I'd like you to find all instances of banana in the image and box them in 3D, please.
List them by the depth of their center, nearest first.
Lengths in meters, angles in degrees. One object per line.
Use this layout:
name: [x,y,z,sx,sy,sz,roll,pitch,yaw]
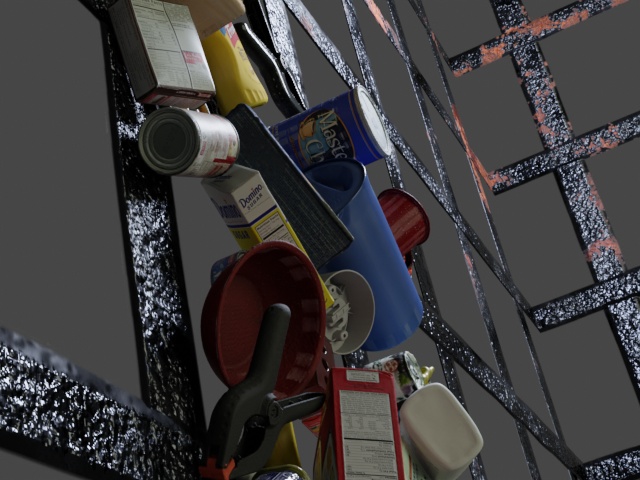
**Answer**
banana: [-0.045,0.172,1.052,0.069,0.037,0.198,74,4,-60]

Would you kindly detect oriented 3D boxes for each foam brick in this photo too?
foam brick: [-0.016,0.142,1.147,0.053,0.051,0.078,48,25,-47]

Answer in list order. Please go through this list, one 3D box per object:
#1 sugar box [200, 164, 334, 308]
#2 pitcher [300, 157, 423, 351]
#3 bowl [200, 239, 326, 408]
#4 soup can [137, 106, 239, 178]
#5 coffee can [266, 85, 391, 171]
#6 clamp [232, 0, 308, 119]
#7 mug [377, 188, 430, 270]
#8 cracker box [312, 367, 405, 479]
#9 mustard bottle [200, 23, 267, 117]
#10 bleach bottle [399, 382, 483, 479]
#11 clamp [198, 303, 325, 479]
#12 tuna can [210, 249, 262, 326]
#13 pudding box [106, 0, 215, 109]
sugar box: [-0.058,0.002,1.149,0.176,0.048,0.093,57,-16,-24]
pitcher: [0.039,0.018,1.366,0.149,0.145,0.242,-52,129,-31]
bowl: [-0.063,0.079,1.010,0.161,0.055,0.162,-4,95,-53]
soup can: [-0.131,-0.097,1.071,0.068,0.069,0.102,69,17,5]
coffee can: [0.011,-0.134,1.436,0.102,0.140,0.103,56,20,-33]
clamp: [-0.070,-0.258,1.528,0.164,0.036,0.210,-90,154,-52]
mug: [0.094,-0.002,1.475,0.081,0.093,0.117,-39,121,-36]
cracker box: [0.036,0.252,1.004,0.213,0.072,0.164,-94,-170,-50]
mustard bottle: [-0.128,-0.244,1.290,0.191,0.058,0.096,66,13,-4]
bleach bottle: [0.131,0.256,1.316,0.102,0.068,0.251,52,-16,15]
clamp: [-0.055,0.139,0.946,0.171,0.039,0.120,-44,118,-51]
tuna can: [-0.078,0.055,1.097,0.086,0.034,0.086,57,20,-33]
pudding box: [-0.164,-0.196,1.108,0.089,0.039,0.113,-2,67,-51]
